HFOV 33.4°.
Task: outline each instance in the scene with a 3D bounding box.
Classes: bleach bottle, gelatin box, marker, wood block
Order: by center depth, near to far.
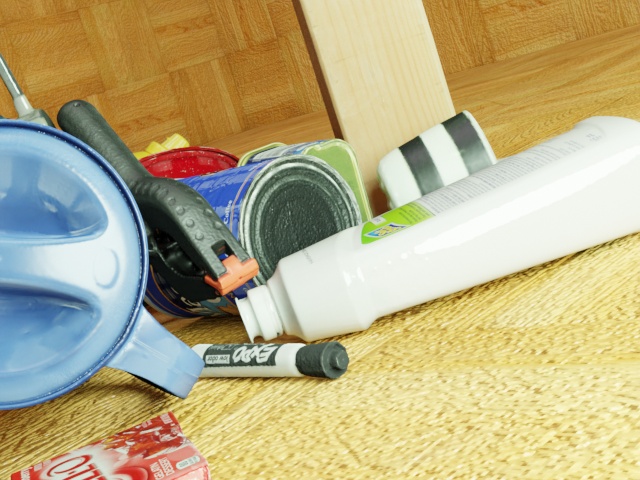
[{"bbox_3d":[-0.082,0.101,0.418,0.073,0.030,0.089,-20,9,-14],"label":"gelatin box"},{"bbox_3d":[-0.029,0.064,0.569,0.020,0.020,0.121,-26,13,-41],"label":"marker"},{"bbox_3d":[0.071,0.000,0.626,0.250,0.068,0.102,-21,9,-4],"label":"bleach bottle"},{"bbox_3d":[0.052,-0.111,0.854,0.091,0.206,0.090,-18,9,-2],"label":"wood block"}]

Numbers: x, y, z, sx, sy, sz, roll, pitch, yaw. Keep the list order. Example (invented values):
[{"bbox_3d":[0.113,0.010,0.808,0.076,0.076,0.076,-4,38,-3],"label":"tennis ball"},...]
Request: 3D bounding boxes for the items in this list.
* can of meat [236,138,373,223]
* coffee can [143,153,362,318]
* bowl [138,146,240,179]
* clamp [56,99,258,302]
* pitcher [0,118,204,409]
[{"bbox_3d":[-0.009,-0.024,0.794,0.057,0.102,0.084,-23,12,-32],"label":"can of meat"},{"bbox_3d":[-0.055,0.001,0.726,0.102,0.103,0.141,-25,12,-39],"label":"coffee can"},{"bbox_3d":[-0.122,-0.003,0.886,0.162,0.055,0.162,-21,-30,-13],"label":"bowl"},{"bbox_3d":[-0.102,-0.005,0.662,0.039,0.120,0.172,-35,53,-23],"label":"clamp"},{"bbox_3d":[-0.155,0.034,0.593,0.145,0.149,0.243,-15,-6,-12],"label":"pitcher"}]
